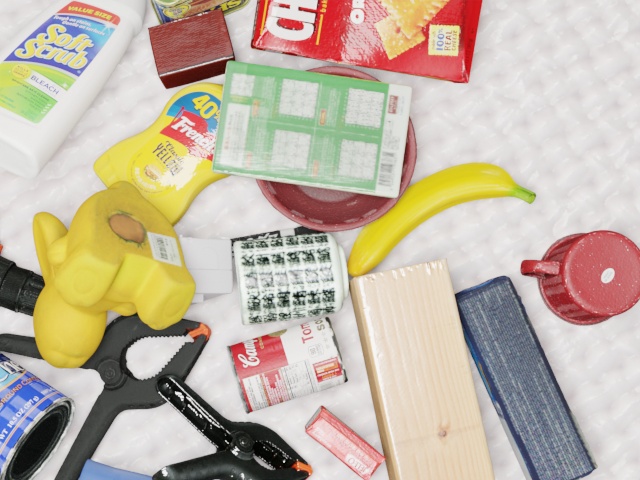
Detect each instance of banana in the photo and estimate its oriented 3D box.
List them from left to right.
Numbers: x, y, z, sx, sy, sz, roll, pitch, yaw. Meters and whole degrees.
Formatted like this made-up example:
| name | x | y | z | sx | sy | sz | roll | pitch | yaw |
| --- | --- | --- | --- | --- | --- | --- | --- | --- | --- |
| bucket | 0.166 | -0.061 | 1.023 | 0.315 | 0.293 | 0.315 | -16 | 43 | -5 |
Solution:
| name | x | y | z | sx | sy | sz | roll | pitch | yaw |
| --- | --- | --- | --- | --- | --- | --- | --- | --- | --- |
| banana | 0.106 | -0.030 | 1.040 | 0.198 | 0.037 | 0.070 | -24 | 46 | -2 |

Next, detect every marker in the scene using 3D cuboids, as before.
| name | x | y | z | sx | sy | sz | roll | pitch | yaw |
| --- | --- | --- | --- | --- | --- | --- | --- | --- | --- |
| marker | -0.057 | 0.001 | 1.053 | 0.121 | 0.020 | 0.020 | -11 | 84 | -2 |

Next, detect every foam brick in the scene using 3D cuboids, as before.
| name | x | y | z | sx | sy | sz | roll | pitch | yaw |
| --- | --- | --- | --- | --- | --- | --- | --- | --- | --- |
| foam brick | -0.126 | -0.189 | 1.057 | 0.078 | 0.053 | 0.051 | -16 | 84 | -4 |

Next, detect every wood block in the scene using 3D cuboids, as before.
| name | x | y | z | sx | sy | sz | roll | pitch | yaw |
| --- | --- | --- | --- | --- | --- | --- | --- | --- | --- |
| wood block | 0.092 | 0.129 | 1.006 | 0.091 | 0.090 | 0.206 | -11 | 84 | -3 |

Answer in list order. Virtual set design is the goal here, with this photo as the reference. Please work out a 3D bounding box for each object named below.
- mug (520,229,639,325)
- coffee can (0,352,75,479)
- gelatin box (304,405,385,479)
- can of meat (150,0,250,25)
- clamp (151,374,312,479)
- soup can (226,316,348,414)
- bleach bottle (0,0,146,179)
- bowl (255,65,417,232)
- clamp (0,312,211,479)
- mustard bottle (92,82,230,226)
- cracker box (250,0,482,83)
| name | x | y | z | sx | sy | sz | roll | pitch | yaw |
| --- | --- | --- | --- | --- | --- | --- | --- | --- | --- |
| mug | 0.251 | 0.032 | 1.022 | 0.117 | 0.081 | 0.093 | 11 | 84 | 0 |
| coffee can | -0.310 | 0.150 | 0.968 | 0.140 | 0.103 | 0.103 | 31 | 84 | 11 |
| gelatin box | 0.021 | 0.189 | 0.998 | 0.073 | 0.089 | 0.030 | 39 | 84 | 3 |
| can of meat | -0.121 | -0.254 | 1.048 | 0.102 | 0.084 | 0.057 | -23 | 84 | -4 |
| clamp | -0.086 | 0.188 | 0.997 | 0.171 | 0.039 | 0.120 | 22 | 43 | -35 |
| soup can | -0.031 | 0.118 | 1.016 | 0.102 | 0.068 | 0.068 | -17 | 84 | -3 |
| bleach bottle | -0.247 | -0.181 | 1.019 | 0.102 | 0.068 | 0.250 | 27 | 61 | -1 |
| bowl | 0.012 | -0.086 | 1.045 | 0.162 | 0.055 | 0.162 | 0 | 84 | -1 |
| clamp | -0.200 | 0.139 | 1.027 | 0.210 | 0.036 | 0.164 | -19 | 85 | 0 |
| mustard bottle | -0.121 | -0.097 | 1.044 | 0.191 | 0.058 | 0.096 | -41 | 87 | -5 |
| cracker box | 0.050 | -0.249 | 1.031 | 0.213 | 0.072 | 0.164 | 9 | 98 | -7 |
